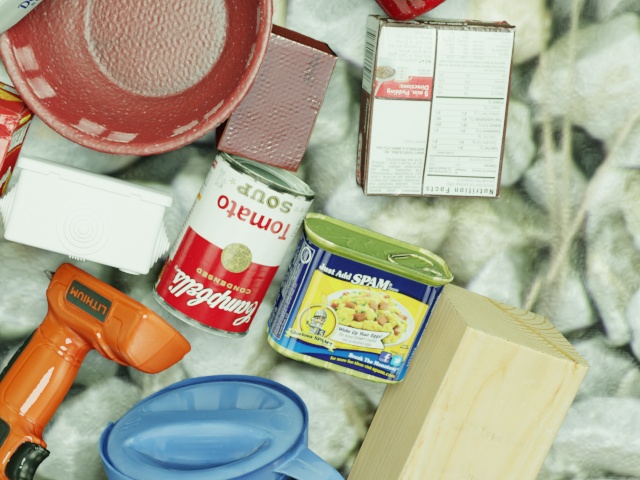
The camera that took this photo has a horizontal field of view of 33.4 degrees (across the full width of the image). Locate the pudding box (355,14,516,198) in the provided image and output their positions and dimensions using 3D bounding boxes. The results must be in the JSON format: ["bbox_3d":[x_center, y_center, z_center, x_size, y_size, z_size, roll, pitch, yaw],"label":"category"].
[{"bbox_3d":[0.072,-0.084,0.676,0.090,0.039,0.113,1,109,-8],"label":"pudding box"}]

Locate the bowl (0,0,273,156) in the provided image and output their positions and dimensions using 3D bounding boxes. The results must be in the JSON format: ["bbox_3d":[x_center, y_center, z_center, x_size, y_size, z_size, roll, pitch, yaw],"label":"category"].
[{"bbox_3d":[-0.103,-0.130,0.618,0.162,0.055,0.162,1,94,8],"label":"bowl"}]

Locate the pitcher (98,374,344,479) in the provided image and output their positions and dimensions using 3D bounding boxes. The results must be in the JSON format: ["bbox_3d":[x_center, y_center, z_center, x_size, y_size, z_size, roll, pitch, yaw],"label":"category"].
[{"bbox_3d":[-0.054,0.223,0.705,0.145,0.149,0.243,-10,111,-10],"label":"pitcher"}]

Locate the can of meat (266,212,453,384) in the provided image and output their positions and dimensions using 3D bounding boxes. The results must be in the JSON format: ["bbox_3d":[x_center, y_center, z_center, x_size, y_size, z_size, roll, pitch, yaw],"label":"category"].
[{"bbox_3d":[0.023,0.040,0.699,0.102,0.057,0.084,18,107,-11],"label":"can of meat"}]

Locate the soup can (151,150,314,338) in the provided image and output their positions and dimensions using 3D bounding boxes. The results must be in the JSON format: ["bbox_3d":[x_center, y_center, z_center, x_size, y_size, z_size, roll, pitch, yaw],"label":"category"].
[{"bbox_3d":[-0.054,0.001,0.672,0.068,0.068,0.102,24,102,-13],"label":"soup can"}]

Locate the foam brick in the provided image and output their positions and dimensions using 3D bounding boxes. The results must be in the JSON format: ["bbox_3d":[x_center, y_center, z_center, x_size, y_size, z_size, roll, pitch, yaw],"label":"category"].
[{"bbox_3d":[-0.028,-0.089,0.655,0.053,0.051,0.078,18,105,-13],"label":"foam brick"}]

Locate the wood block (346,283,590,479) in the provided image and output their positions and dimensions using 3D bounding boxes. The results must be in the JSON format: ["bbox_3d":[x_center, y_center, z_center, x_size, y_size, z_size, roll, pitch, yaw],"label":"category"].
[{"bbox_3d":[0.086,0.145,0.721,0.090,0.091,0.206,19,104,-13],"label":"wood block"}]

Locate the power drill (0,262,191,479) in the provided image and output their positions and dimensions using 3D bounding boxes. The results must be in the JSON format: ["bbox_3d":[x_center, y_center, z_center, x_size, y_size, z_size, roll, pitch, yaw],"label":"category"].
[{"bbox_3d":[-0.162,0.115,0.631,0.187,0.185,0.057,-53,138,-13],"label":"power drill"}]
